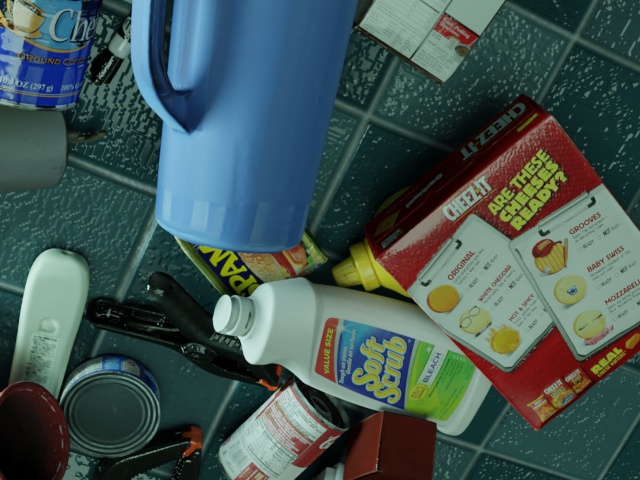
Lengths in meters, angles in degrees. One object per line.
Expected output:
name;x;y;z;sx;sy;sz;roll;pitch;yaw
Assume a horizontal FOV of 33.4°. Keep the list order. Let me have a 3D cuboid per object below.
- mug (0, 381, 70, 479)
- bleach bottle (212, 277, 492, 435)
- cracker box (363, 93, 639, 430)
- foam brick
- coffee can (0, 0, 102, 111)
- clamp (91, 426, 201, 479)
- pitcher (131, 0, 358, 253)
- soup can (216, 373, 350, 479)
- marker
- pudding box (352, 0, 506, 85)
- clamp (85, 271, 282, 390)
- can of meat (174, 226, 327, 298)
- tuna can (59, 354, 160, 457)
mug;-0.257;0.176;0.853;0.082;0.093;0.117;-14;101;24
bleach bottle;0.026;0.091;0.874;0.250;0.068;0.103;15;110;-30
cracker box;0.163;0.020;0.827;0.164;0.072;0.213;-40;113;9
foam brick;0.058;0.180;0.900;0.051;0.078;0.053;16;66;-15
coffee can;-0.201;-0.173;0.735;0.102;0.103;0.140;14;111;-14
clamp;-0.174;0.251;0.963;0.210;0.036;0.164;-39;113;9
pitcher;-0.054;-0.119;0.736;0.149;0.145;0.243;9;101;-4
soup can;-0.033;0.172;0.932;0.068;0.068;0.102;40;103;-22
marker;-0.134;-0.165;0.794;0.020;0.020;0.121;33;106;-20
pudding box;0.088;-0.187;0.807;0.090;0.039;0.113;30;104;-19
clamp;-0.096;0.075;0.869;0.171;0.120;0.039;23;67;-21
can of meat;-0.056;0.001;0.860;0.084;0.057;0.102;-36;114;5
tuna can;-0.180;0.141;0.915;0.086;0.034;0.086;-3;114;-7
